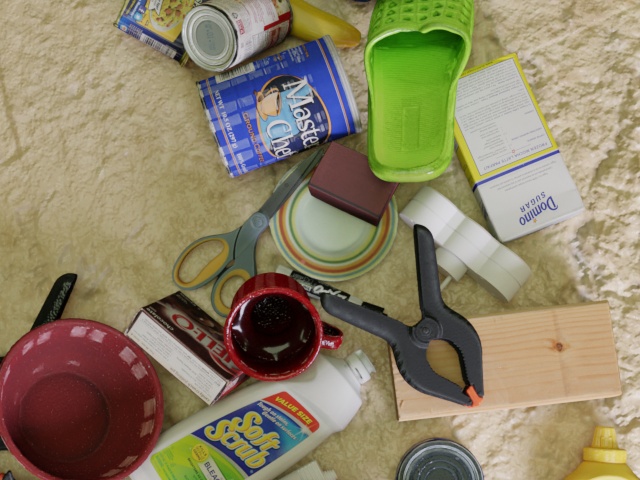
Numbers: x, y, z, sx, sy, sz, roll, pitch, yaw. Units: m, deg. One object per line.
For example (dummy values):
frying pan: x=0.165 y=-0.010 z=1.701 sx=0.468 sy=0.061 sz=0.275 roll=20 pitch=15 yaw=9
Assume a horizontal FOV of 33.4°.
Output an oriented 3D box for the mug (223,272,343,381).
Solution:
mug: x=-0.035 y=0.081 z=1.032 sx=0.117 sy=0.081 sz=0.093 roll=11 pitch=102 yaw=-7

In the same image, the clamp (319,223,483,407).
clamp: x=0.097 y=0.072 z=0.968 sx=0.120 sy=0.039 sz=0.171 roll=-45 pitch=87 yaw=-1

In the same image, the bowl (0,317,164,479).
bowl: x=-0.231 y=0.157 z=0.999 sx=0.161 sy=0.055 sz=0.162 roll=13 pitch=60 yaw=-25

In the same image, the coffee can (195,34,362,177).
coffee can: x=-0.041 y=-0.133 z=1.063 sx=0.140 sy=0.103 sz=0.103 roll=-20 pitch=81 yaw=0

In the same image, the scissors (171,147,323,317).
scissors: x=-0.057 y=0.001 z=1.070 sx=0.202 sy=0.016 sz=0.096 roll=-33 pitch=89 yaw=9

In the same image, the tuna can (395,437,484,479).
tuna can: x=0.116 y=0.235 z=1.035 sx=0.086 sy=0.034 sz=0.086 roll=0 pitch=81 yaw=3

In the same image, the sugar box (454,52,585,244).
sugar box: x=0.187 y=-0.091 z=1.075 sx=0.093 sy=0.048 sz=0.176 roll=-21 pitch=84 yaw=0

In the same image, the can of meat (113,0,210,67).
can of meat: x=-0.154 y=-0.243 z=1.096 sx=0.084 sy=0.057 sz=0.102 roll=28 pitch=84 yaw=-12

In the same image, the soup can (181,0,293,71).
soup can: x=-0.082 y=-0.213 z=1.061 sx=0.069 sy=0.102 sz=0.068 roll=15 pitch=122 yaw=27

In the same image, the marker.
marker: x=0.010 y=0.056 z=1.074 sx=0.121 sy=0.020 sz=0.020 roll=23 pitch=83 yaw=6

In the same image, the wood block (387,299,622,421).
wood block: x=0.170 y=0.117 z=1.022 sx=0.206 sy=0.090 sz=0.091 roll=-7 pitch=80 yaw=2

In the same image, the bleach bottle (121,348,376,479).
bleach bottle: x=-0.061 y=0.180 z=1.038 sx=0.250 sy=0.068 sz=0.102 roll=-34 pitch=83 yaw=-5

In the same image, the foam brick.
foam brick: x=0.033 y=-0.055 z=1.052 sx=0.078 sy=0.053 sz=0.051 roll=25 pitch=83 yaw=5

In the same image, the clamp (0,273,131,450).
clamp: x=-0.294 y=0.138 z=1.064 sx=0.210 sy=0.036 sz=0.164 roll=-22 pitch=90 yaw=1

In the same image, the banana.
banana: x=-0.043 y=-0.263 z=1.116 sx=0.069 sy=0.037 sz=0.198 roll=-40 pitch=82 yaw=-1

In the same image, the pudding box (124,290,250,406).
pudding box: x=-0.122 y=0.103 z=1.036 sx=0.113 sy=0.090 sz=0.039 roll=37 pitch=105 yaw=9
